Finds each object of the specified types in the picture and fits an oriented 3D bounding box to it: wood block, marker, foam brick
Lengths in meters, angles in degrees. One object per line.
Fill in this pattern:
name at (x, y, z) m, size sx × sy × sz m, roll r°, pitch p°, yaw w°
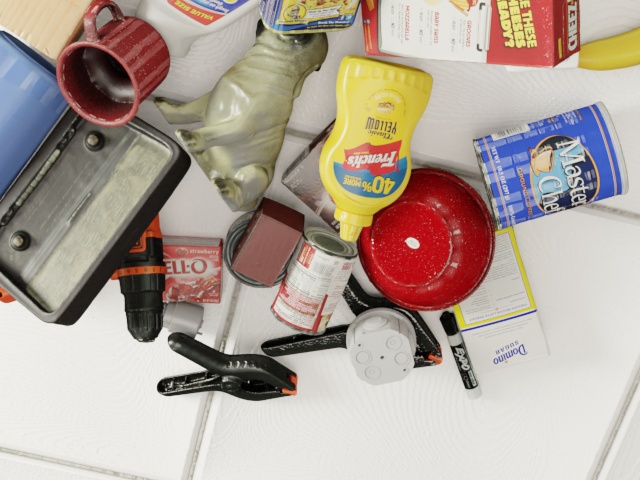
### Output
wood block at (-0.238, -0.294, 1.060) m, size 0.090 × 0.090 × 0.206 m, roll 34°, pitch 110°, yaw -12°
marker at (0.168, 0.137, 1.279) m, size 0.020 × 0.020 × 0.121 m, roll -19°, pitch 112°, yaw 9°
foam brick at (-0.058, 0.001, 1.167) m, size 0.051 × 0.053 × 0.078 m, roll 27°, pitch 110°, yaw -10°

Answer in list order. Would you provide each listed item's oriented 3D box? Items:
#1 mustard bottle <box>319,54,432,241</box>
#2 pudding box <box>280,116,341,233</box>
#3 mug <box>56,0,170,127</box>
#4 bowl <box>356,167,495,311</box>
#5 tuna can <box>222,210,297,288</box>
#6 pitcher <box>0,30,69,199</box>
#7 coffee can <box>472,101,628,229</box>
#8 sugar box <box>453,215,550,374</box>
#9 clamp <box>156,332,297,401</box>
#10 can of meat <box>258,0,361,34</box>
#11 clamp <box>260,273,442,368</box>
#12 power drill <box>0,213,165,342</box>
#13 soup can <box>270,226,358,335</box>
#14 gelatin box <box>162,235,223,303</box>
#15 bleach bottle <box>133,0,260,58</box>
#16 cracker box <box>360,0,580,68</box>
mustard bottle at (0.050, -0.092, 1.119) m, size 0.096 × 0.058 × 0.192 m, roll 9°, pitch 105°, yaw -15°
pudding box at (0.026, -0.079, 1.176) m, size 0.090 × 0.039 × 0.114 m, roll 42°, pitch 107°, yaw -15°
mug at (-0.206, -0.183, 1.066) m, size 0.093 × 0.081 × 0.117 m, roll 2°, pitch 124°, yaw 25°
bowl at (0.106, 0.002, 1.166) m, size 0.162 × 0.055 × 0.162 m, roll 2°, pitch 96°, yaw 22°
tuna can at (-0.067, 0.009, 1.219) m, size 0.086 × 0.033 × 0.086 m, roll 0°, pitch 113°, yaw 1°
pitcher at (-0.376, -0.102, 1.115) m, size 0.149 × 0.145 × 0.243 m, roll 39°, pitch 94°, yaw -8°
coffee can at (0.244, -0.079, 1.138) m, size 0.140 × 0.103 × 0.103 m, roll -16°, pitch 112°, yaw 8°
sugar box at (0.197, 0.063, 1.232) m, size 0.093 × 0.048 × 0.176 m, roll -16°, pitch 115°, yaw 10°
clamp at (-0.110, 0.153, 1.264) m, size 0.171 × 0.039 × 0.120 m, roll 3°, pitch 146°, yaw -4°
can of meat at (-0.006, -0.249, 1.037) m, size 0.102 × 0.057 × 0.084 m, roll -6°, pitch 147°, yaw -18°
clamp at (0.042, 0.105, 1.257) m, size 0.210 × 0.036 × 0.165 m, roll 29°, pitch 111°, yaw -8°
power drill at (-0.265, 0.026, 1.185) m, size 0.187 × 0.057 × 0.184 m, roll -4°, pitch 83°, yaw 3°
soup can at (-0.007, 0.044, 1.184) m, size 0.068 × 0.068 × 0.102 m, roll 20°, pitch 111°, yaw -8°
gelatin box at (-0.158, 0.034, 1.233) m, size 0.089 × 0.030 × 0.073 m, roll 3°, pitch 113°, yaw -1°
bleach bottle at (-0.096, -0.263, 1.087) m, size 0.251 × 0.068 × 0.102 m, roll -39°, pitch 118°, yaw 20°
cracker box at (0.139, -0.258, 1.024) m, size 0.214 × 0.072 × 0.164 m, roll 11°, pitch 119°, yaw 36°
